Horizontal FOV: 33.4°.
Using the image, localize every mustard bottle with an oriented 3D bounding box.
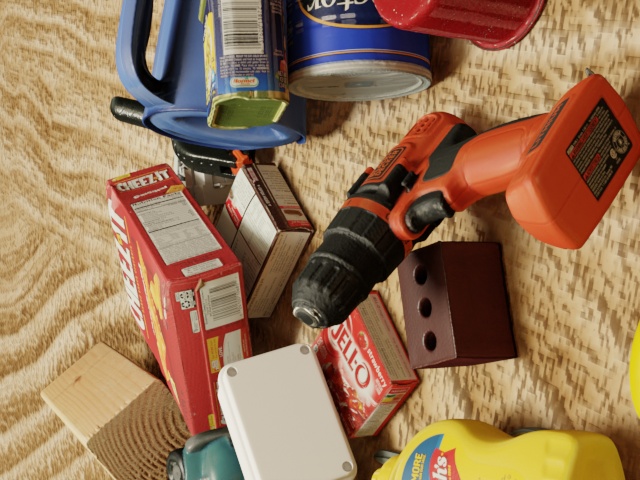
[{"bbox_3d":[0.095,0.158,0.650,0.192,0.058,0.096,-7,80,56],"label":"mustard bottle"}]

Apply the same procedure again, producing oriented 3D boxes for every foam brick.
[{"bbox_3d":[0.088,0.043,0.700,0.053,0.051,0.078,-25,69,56],"label":"foam brick"}]

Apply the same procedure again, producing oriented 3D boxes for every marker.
[{"bbox_3d":[-0.142,-0.080,1.101,0.020,0.020,0.121,8,97,58],"label":"marker"}]

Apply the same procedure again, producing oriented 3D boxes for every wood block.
[{"bbox_3d":[-0.201,0.178,1.074,0.090,0.090,0.206,55,163,-20],"label":"wood block"}]

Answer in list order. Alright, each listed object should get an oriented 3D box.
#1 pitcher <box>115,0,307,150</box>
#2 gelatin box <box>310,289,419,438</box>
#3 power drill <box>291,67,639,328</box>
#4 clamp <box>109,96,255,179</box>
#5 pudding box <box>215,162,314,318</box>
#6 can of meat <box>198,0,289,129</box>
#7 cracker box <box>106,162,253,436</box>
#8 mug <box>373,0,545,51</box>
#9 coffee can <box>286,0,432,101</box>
[{"bbox_3d":[-0.073,-0.201,0.862,0.149,0.145,0.243,79,-164,-83],"label":"pitcher"},{"bbox_3d":[0.031,0.093,0.810,0.073,0.030,0.089,-58,44,40],"label":"gelatin box"},{"bbox_3d":[0.080,-0.023,0.628,0.188,0.057,0.184,-9,37,52],"label":"power drill"},{"bbox_3d":[-0.106,-0.119,0.998,0.172,0.120,0.039,38,164,30],"label":"clamp"},{"bbox_3d":[-0.056,0.001,0.945,0.090,0.039,0.114,59,139,36],"label":"pudding box"},{"bbox_3d":[-0.054,-0.128,0.746,0.102,0.057,0.084,145,122,-80],"label":"can of meat"},{"bbox_3d":[-0.128,0.049,0.967,0.214,0.072,0.164,-132,32,-53],"label":"cracker box"},{"bbox_3d":[0.091,-0.175,0.670,0.117,0.081,0.093,-27,67,55],"label":"mug"},{"bbox_3d":[0.025,-0.177,0.756,0.103,0.102,0.140,-8,82,58],"label":"coffee can"}]
